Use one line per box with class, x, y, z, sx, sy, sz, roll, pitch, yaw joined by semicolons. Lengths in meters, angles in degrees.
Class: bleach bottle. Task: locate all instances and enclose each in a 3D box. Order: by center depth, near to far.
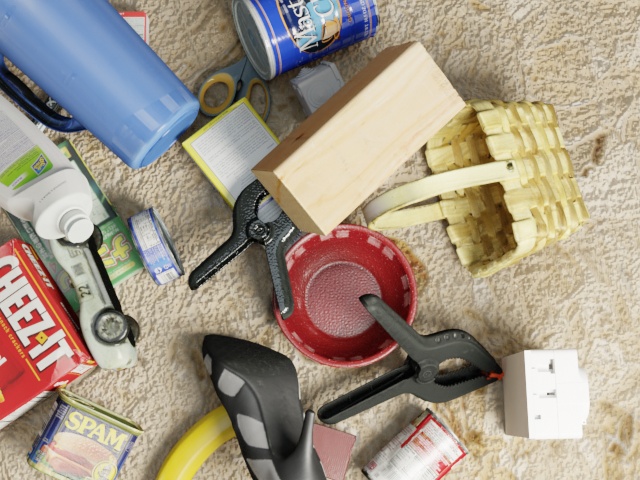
bleach bottle;-0.327;-0.069;1.162;0.102;0.068;0.251;-45;53;-6

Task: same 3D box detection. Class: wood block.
wood block;0.039;-0.109;1.127;0.206;0.091;0.090;-43;106;-11

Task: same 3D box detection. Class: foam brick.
foam brick;0.008;0.231;1.168;0.051;0.078;0.053;17;81;4

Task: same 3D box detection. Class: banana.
banana;-0.122;0.233;1.187;0.197;0.037;0.069;-36;81;-6

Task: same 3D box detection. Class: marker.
marker;-0.317;-0.159;1.258;0.020;0.020;0.121;31;82;4

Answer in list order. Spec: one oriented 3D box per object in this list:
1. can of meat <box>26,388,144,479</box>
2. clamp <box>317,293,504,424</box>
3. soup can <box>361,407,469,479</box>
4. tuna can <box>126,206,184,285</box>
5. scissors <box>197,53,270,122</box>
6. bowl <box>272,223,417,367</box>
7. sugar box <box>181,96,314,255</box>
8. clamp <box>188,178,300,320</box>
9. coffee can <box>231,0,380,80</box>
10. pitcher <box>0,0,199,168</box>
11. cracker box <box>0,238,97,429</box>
can of meat;-0.259;0.222;1.168;0.102;0.057;0.084;30;84;-19
clamp;0.102;0.144;1.170;0.209;0.036;0.165;13;116;-27
soup can;0.103;0.243;1.171;0.102;0.068;0.068;-42;84;-6
tuna can;-0.185;0.007;1.199;0.033;0.086;0.086;-24;82;-2
scissors;-0.093;-0.223;1.271;0.096;0.016;0.202;4;81;0
bowl;0.027;0.064;1.205;0.162;0.055;0.162;0;81;0
sugar box;-0.069;-0.068;1.224;0.093;0.048;0.176;-38;92;-5
clamp;-0.058;0.001;1.173;0.120;0.039;0.171;27;84;3
coffee can;-0.017;-0.257;1.223;0.140;0.103;0.103;-24;82;-13
pitcher;-0.260;-0.190;1.189;0.243;0.149;0.145;45;72;-1
cracker box;-0.377;0.124;1.181;0.213;0.072;0.164;-34;83;-2
